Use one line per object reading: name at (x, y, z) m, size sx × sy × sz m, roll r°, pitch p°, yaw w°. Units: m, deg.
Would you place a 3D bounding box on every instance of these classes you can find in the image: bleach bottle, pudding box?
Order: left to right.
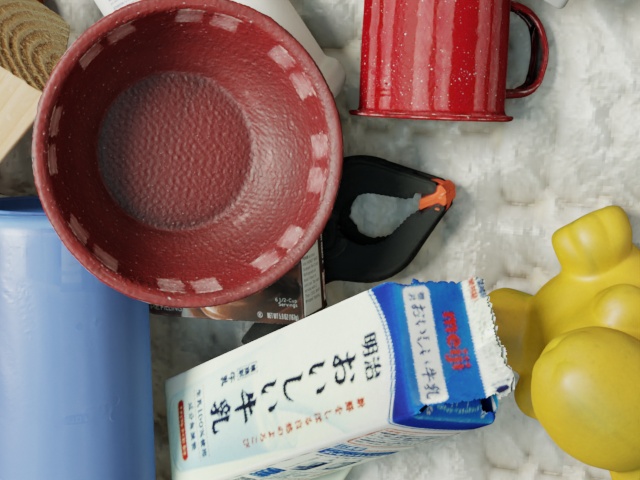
bleach bottle at (-0.092, -0.170, 0.608) m, size 0.103 × 0.068 × 0.250 m, roll -25°, pitch 108°, yaw 24°
pudding box at (-0.054, 0.001, 0.647) m, size 0.114 × 0.039 × 0.090 m, roll 2°, pitch 104°, yaw 24°

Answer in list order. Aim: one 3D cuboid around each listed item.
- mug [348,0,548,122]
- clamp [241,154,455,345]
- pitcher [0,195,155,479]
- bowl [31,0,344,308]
mug at (0.075, -0.109, 0.601) m, size 0.117 × 0.093 × 0.081 m, roll 0°, pitch 98°, yaw -15°
clamp at (0.003, 0.004, 0.666) m, size 0.172 × 0.039 × 0.120 m, roll -7°, pitch 106°, yaw 23°
pitcher at (-0.168, 0.099, 0.627) m, size 0.145 × 0.149 × 0.243 m, roll 3°, pitch 98°, yaw 7°
bowl at (-0.072, -0.047, 0.570) m, size 0.162 × 0.055 × 0.162 m, roll -2°, pitch 96°, yaw -17°
